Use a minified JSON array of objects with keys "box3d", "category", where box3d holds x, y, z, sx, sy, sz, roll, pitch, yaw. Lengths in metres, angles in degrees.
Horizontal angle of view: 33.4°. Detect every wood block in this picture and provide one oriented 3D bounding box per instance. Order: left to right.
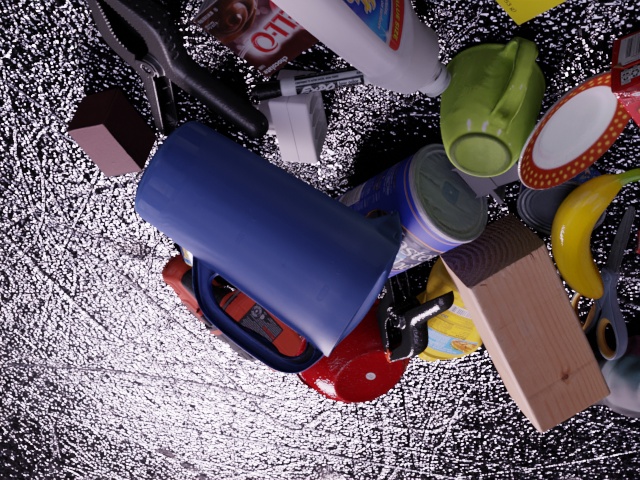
[{"box3d":[0.217,0.088,1.125,0.091,0.090,0.206,-30,117,-1],"category":"wood block"}]

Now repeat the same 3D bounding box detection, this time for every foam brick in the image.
[{"box3d":[-0.220,-0.113,1.129,0.051,0.053,0.078,-6,139,29],"category":"foam brick"}]

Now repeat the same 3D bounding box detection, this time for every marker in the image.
[{"box3d":[-0.005,-0.147,0.991,0.121,0.020,0.020,-9,141,3],"category":"marker"}]

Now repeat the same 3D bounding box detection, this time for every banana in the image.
[{"box3d":[0.258,-0.002,1.036,0.070,0.037,0.198,12,145,9],"category":"banana"}]

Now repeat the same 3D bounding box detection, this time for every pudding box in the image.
[{"box3d":[-0.043,-0.204,0.942,0.090,0.039,0.114,35,142,-26],"category":"pudding box"}]

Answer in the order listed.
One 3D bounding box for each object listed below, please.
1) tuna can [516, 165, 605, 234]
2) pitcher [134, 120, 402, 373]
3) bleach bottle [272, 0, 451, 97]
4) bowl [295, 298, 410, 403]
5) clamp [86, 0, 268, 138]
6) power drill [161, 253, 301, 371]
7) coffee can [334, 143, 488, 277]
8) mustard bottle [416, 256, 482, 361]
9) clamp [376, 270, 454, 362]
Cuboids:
[{"box3d":[0.239,-0.043,1.052,0.086,0.033,0.086,11,145,8],"category":"tuna can"},{"box3d":[-0.057,0.001,1.011,0.243,0.149,0.145,33,140,6],"category":"pitcher"},{"box3d":[0.023,-0.206,0.879,0.068,0.102,0.250,-12,142,45],"category":"bleach bottle"},{"box3d":[0.050,0.148,1.307,0.162,0.055,0.162,-12,133,-14],"category":"bowl"},{"box3d":[-0.159,-0.172,1.024,0.165,0.036,0.210,-1,137,51],"category":"clamp"},{"box3d":[-0.099,0.100,1.298,0.184,0.057,0.188,47,164,-27],"category":"power drill"},{"box3d":[0.084,-0.024,1.082,0.102,0.102,0.141,35,141,-24],"category":"coffee can"},{"box3d":[0.151,0.092,1.252,0.096,0.058,0.192,20,145,-3],"category":"mustard bottle"},{"box3d":[0.092,0.069,1.209,0.039,0.120,0.172,-14,148,-25],"category":"clamp"}]
